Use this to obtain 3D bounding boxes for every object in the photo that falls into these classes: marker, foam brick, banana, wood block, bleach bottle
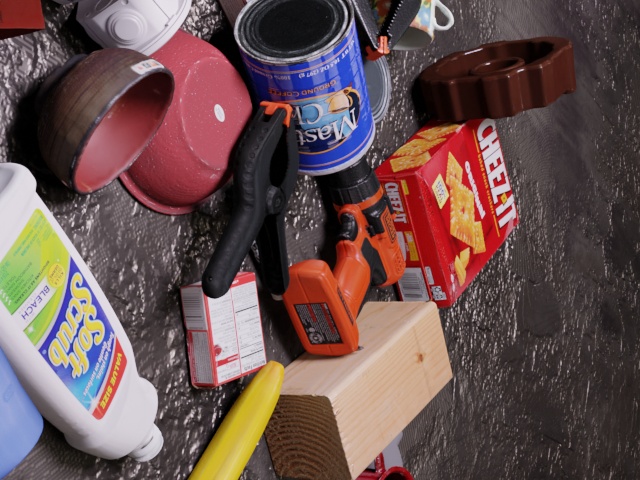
[{"bbox_3d":[-0.056,0.001,0.976,0.020,0.020,0.121,-50,128,-43],"label":"marker"},{"bbox_3d":[-0.226,-0.176,0.717,0.052,0.051,0.078,-14,100,-53],"label":"foam brick"},{"bbox_3d":[-0.082,0.189,0.896,0.037,0.070,0.197,34,50,-3],"label":"banana"},{"bbox_3d":[0.038,0.142,1.042,0.205,0.090,0.091,-33,114,-50],"label":"wood block"},{"bbox_3d":[-0.182,0.069,0.761,0.250,0.068,0.102,59,44,-37],"label":"bleach bottle"}]

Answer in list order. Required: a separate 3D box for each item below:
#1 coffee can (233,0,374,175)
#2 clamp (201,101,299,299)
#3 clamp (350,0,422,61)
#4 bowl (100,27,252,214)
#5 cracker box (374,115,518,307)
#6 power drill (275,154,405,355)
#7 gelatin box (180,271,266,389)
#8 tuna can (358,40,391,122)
[{"bbox_3d":[-0.011,-0.140,0.940,0.140,0.103,0.102,75,33,-51],"label":"coffee can"},{"bbox_3d":[-0.046,-0.028,0.905,0.120,0.039,0.171,24,81,-69],"label":"clamp"},{"bbox_3d":[0.070,-0.286,1.087,0.164,0.036,0.210,-1,82,-24],"label":"clamp"},{"bbox_3d":[-0.105,-0.103,0.882,0.161,0.055,0.162,4,86,-55],"label":"bowl"},{"bbox_3d":[0.147,-0.044,1.220,0.213,0.072,0.164,-42,122,-48],"label":"cracker box"},{"bbox_3d":[0.021,0.005,1.034,0.184,0.057,0.187,66,33,-28],"label":"power drill"},{"bbox_3d":[-0.084,0.077,0.925,0.073,0.030,0.089,-15,100,-55],"label":"gelatin box"},{"bbox_3d":[0.037,-0.162,1.103,0.086,0.034,0.086,4,85,-55],"label":"tuna can"}]
